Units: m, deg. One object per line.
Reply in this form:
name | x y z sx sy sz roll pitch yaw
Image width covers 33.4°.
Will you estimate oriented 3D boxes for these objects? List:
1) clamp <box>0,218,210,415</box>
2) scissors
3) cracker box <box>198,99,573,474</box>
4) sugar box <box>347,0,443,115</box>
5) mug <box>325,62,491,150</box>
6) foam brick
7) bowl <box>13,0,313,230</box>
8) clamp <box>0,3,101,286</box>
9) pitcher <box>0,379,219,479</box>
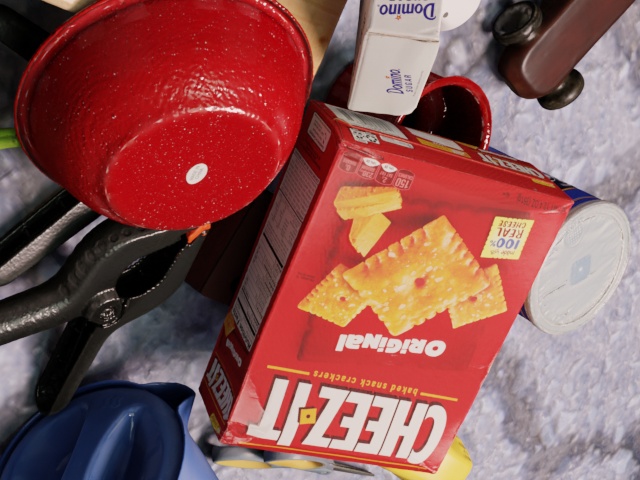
clamp | -0.136 0.041 0.646 0.171 0.039 0.120 -33 152 -6
scissors | -0.020 0.176 0.842 0.201 0.096 0.016 54 36 -69
cracker box | 0.037 0.037 0.674 0.164 0.072 0.214 13 112 -23
sugar box | 0.049 -0.169 0.609 0.048 0.093 0.176 6 72 -3
mug | 0.046 -0.071 0.723 0.117 0.082 0.093 -40 132 -15
foam brick | -0.055 0.001 0.702 0.052 0.051 0.078 26 96 -44
bowl | -0.072 -0.055 0.552 0.162 0.055 0.162 -15 146 -11
clamp | -0.111 -0.068 0.629 0.209 0.036 0.165 -15 124 -28
pitcher | -0.116 0.221 0.725 0.149 0.145 0.242 -16 134 9
